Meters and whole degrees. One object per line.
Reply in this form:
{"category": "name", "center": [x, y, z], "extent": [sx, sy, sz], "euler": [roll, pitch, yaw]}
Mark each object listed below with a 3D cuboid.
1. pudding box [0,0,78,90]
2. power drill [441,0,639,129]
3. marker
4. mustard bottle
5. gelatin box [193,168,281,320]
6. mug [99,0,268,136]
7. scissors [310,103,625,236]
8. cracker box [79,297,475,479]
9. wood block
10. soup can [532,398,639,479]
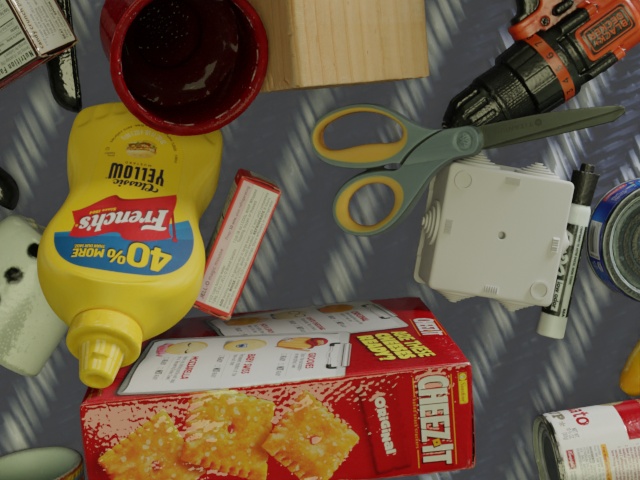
{"category": "pudding box", "center": [-0.210, -0.149, 0.648], "extent": [0.090, 0.039, 0.113], "euler": [-18, 106, 39]}
{"category": "power drill", "center": [0.120, -0.175, 0.687], "extent": [0.184, 0.057, 0.187], "euler": [-36, 101, -3]}
{"category": "marker", "center": [0.170, 0.007, 0.731], "extent": [0.020, 0.020, 0.121], "euler": [11, 96, -6]}
{"category": "mustard bottle", "center": [-0.115, 0.002, 0.631], "extent": [0.096, 0.191, 0.058], "euler": [9, 140, -5]}
{"category": "gelatin box", "center": [-0.055, 0.001, 0.686], "extent": [0.030, 0.073, 0.089], "euler": [21, 95, -7]}
{"category": "mug", "center": [-0.081, -0.130, 0.640], "extent": [0.093, 0.082, 0.117], "euler": [24, 104, -29]}
{"category": "scissors", "center": [0.084, -0.043, 0.670], "extent": [0.202, 0.016, 0.096], "euler": [8, 96, 26]}
{"category": "cracker box", "center": [-0.028, 0.094, 0.654], "extent": [0.213, 0.164, 0.072], "euler": [-5, 101, -4]}
{"category": "wood block", "center": [-0.001, -0.196, 0.646], "extent": [0.090, 0.091, 0.206], "euler": [-8, 99, -25]}
{"category": "soup can", "center": [0.203, 0.144, 0.726], "extent": [0.102, 0.068, 0.068], "euler": [-8, 98, -3]}
